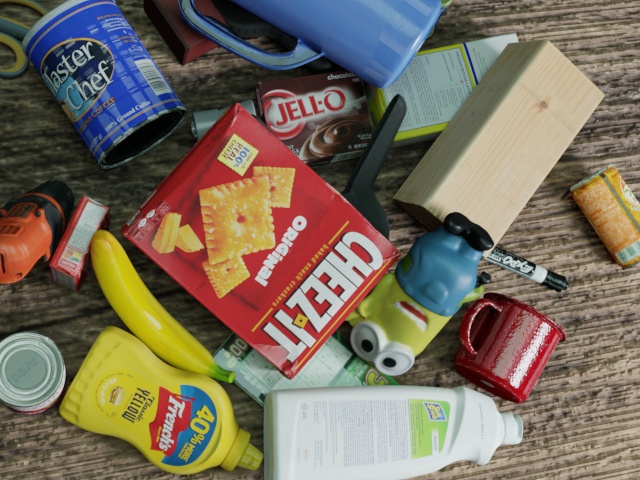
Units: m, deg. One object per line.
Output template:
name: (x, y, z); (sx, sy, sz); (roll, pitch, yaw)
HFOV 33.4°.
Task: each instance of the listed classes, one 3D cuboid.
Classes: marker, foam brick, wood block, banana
marker: (0.208, 0.025, 1.133); (0.121, 0.020, 0.020); (24, 74, -6)
foam brick: (-0.141, -0.231, 1.102); (0.051, 0.053, 0.078); (-33, 87, -17)
wood block: (0.180, -0.094, 1.086); (0.090, 0.090, 0.206); (39, 85, -17)
banana: (-0.159, 0.066, 1.007); (0.197, 0.070, 0.037); (50, 42, -24)

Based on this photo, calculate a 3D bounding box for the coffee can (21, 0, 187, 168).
coffee can: (-0.210, -0.156, 1.044); (0.102, 0.103, 0.140); (-33, 86, -17)

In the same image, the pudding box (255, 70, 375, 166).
pudding box: (-0.006, -0.125, 1.112); (0.113, 0.039, 0.090); (-10, 80, -13)

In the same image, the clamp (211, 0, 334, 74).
clamp: (-0.051, -0.237, 1.130); (0.171, 0.039, 0.120); (5, 72, -6)

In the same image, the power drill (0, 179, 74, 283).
power drill: (-0.330, -0.013, 0.976); (0.187, 0.184, 0.057); (-2, 109, 4)

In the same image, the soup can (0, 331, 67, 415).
soup can: (-0.265, 0.122, 0.970); (0.068, 0.102, 0.068); (3, 77, -12)

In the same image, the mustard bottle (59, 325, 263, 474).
mustard bottle: (-0.141, 0.165, 1.006); (0.191, 0.058, 0.096); (29, 93, -5)

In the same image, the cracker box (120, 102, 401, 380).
cracker box: (-0.057, 0.001, 1.011); (0.213, 0.072, 0.164); (42, 86, -9)

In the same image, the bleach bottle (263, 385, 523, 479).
bleach bottle: (0.073, 0.191, 1.030); (0.250, 0.068, 0.102); (2, 80, -12)

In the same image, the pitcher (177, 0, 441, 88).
pitcher: (-0.012, -0.248, 1.052); (0.242, 0.149, 0.144); (33, 43, -6)

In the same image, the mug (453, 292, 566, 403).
mug: (0.180, 0.104, 1.067); (0.117, 0.093, 0.081); (41, 75, -37)

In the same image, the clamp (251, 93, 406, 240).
clamp: (0.009, -0.041, 1.074); (0.164, 0.036, 0.210); (-2, 94, -11)

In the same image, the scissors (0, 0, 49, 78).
scissors: (-0.371, -0.219, 1.070); (0.201, 0.016, 0.096); (8, 76, -10)

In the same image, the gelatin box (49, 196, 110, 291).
gelatin box: (-0.227, 0.005, 1.011); (0.030, 0.089, 0.073); (25, 74, -5)

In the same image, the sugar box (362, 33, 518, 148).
sugar box: (0.138, -0.160, 1.148); (0.176, 0.048, 0.093); (-12, 82, -18)
